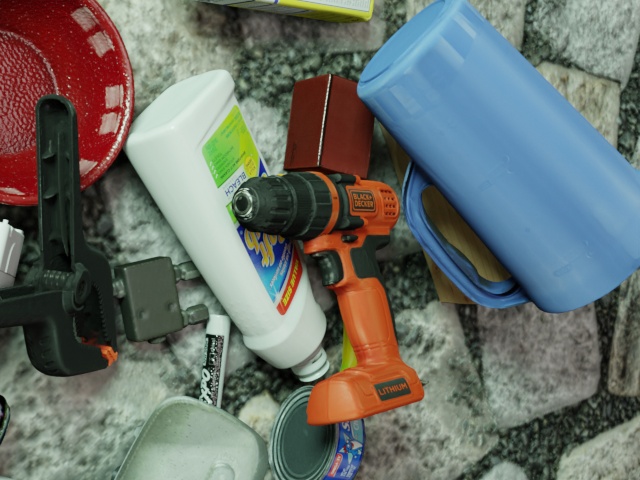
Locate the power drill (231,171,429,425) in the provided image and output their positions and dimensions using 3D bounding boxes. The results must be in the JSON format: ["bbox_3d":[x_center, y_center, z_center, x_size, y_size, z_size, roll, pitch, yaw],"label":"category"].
[{"bbox_3d":[0.012,0.040,0.801,0.184,0.057,0.187,-2,80,-53],"label":"power drill"}]

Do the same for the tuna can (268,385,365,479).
[{"bbox_3d":[-0.003,0.161,0.854,0.033,0.086,0.086,20,79,-35],"label":"tuna can"}]

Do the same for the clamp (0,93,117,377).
[{"bbox_3d":[-0.170,0.018,0.698,0.210,0.036,0.164,75,27,-61],"label":"clamp"}]

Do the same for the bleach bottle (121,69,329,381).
[{"bbox_3d":[-0.055,0.001,0.828,0.250,0.068,0.102,62,36,-25],"label":"bleach bottle"}]

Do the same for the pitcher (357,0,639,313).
[{"bbox_3d":[0.137,-0.062,0.831,0.242,0.145,0.149,44,72,-14],"label":"pitcher"}]

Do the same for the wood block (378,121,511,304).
[{"bbox_3d":[0.133,-0.055,0.949,0.090,0.090,0.206,-29,106,-33],"label":"wood block"}]

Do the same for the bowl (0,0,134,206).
[{"bbox_3d":[-0.210,-0.103,0.723,0.161,0.055,0.162,0,90,-36],"label":"bowl"}]

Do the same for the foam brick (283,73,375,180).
[{"bbox_3d":[0.008,-0.092,0.882,0.051,0.053,0.078,11,85,-35],"label":"foam brick"}]

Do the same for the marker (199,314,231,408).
[{"bbox_3d":[-0.085,0.119,0.835,0.020,0.020,0.121,9,85,-35],"label":"marker"}]
